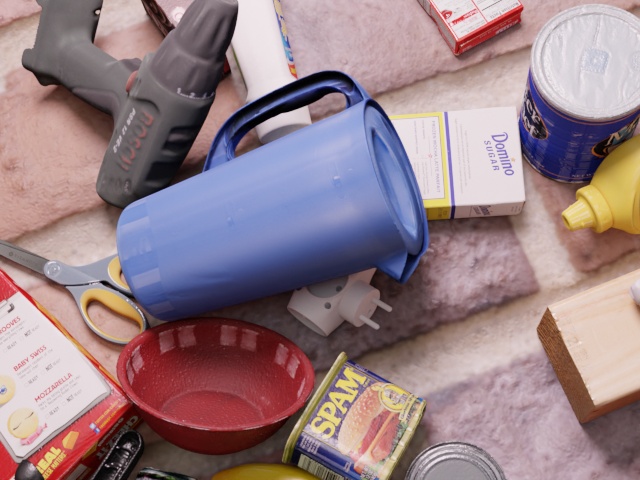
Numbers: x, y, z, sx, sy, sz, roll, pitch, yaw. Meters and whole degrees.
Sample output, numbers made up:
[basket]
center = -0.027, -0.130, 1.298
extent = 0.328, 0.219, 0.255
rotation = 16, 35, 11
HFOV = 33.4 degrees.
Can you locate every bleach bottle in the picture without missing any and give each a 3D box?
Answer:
[bleach bottle]
center = -0.056, -0.183, 0.993
extent = 0.068, 0.102, 0.251
rotation = -17, 77, 4

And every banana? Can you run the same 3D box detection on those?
[banana]
center = 0.004, 0.230, 0.871
extent = 0.198, 0.037, 0.069
rotation = 34, 77, 15

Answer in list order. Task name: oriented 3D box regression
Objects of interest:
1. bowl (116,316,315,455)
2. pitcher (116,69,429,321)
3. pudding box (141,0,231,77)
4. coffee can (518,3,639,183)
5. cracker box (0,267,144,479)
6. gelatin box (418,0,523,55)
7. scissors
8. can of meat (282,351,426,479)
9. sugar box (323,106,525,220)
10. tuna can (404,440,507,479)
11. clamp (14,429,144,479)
[bowl]
center = -0.087, 0.127, 0.879
extent = 0.162, 0.162, 0.055
rotation = 13, 117, 10
[pitcher]
center = -0.044, -0.026, 0.883
extent = 0.243, 0.145, 0.149
rotation = -18, 32, 18
[pudding box]
center = -0.133, -0.210, 1.003
extent = 0.039, 0.090, 0.113
rotation = -32, 71, -8
[coffee can]
center = 0.225, -0.121, 0.911
extent = 0.103, 0.140, 0.103
rotation = -2, 71, 5
[cracker box]
center = -0.280, 0.133, 0.914
extent = 0.214, 0.072, 0.164
rotation = 40, 79, 17
[gelatin box]
center = 0.139, -0.230, 1.015
extent = 0.073, 0.030, 0.089
rotation = -29, 71, -6
[scissors]
center = -0.223, 0.018, 0.976
extent = 0.202, 0.016, 0.096
rotation = 38, 77, 16
[can of meat]
center = 0.030, 0.155, 0.871
extent = 0.084, 0.057, 0.102
rotation = 27, 53, 11
[sugar box]
center = 0.090, -0.066, 0.957
extent = 0.176, 0.048, 0.093
rotation = -2, 74, 2
[tuna can]
center = 0.110, 0.208, 0.869
extent = 0.086, 0.034, 0.086
rotation = -2, 71, 5
[clamp]
center = -0.208, 0.232, 0.845
extent = 0.039, 0.120, 0.171
rotation = 25, 100, 39
